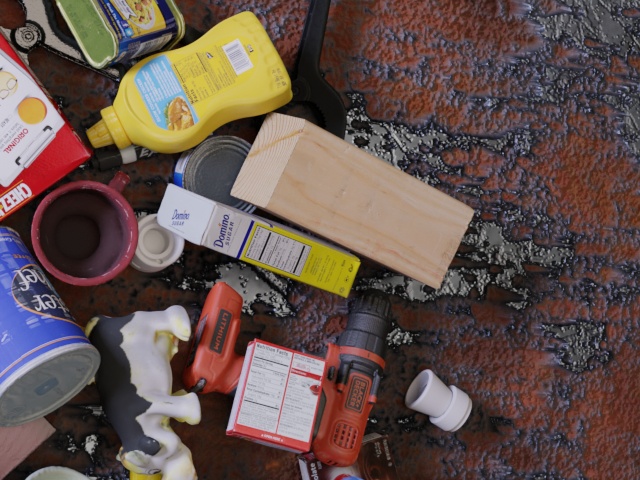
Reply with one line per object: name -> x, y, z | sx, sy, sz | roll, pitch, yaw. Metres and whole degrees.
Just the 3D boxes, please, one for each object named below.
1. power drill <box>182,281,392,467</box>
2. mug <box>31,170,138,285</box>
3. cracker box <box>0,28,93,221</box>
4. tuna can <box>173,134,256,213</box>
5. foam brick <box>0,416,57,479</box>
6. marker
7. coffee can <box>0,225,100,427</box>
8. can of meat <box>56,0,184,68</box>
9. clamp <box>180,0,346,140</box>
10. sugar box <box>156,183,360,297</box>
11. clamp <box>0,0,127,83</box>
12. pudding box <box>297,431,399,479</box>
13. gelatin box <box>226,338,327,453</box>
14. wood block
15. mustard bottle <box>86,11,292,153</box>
power drill -> -0.026, 0.106, 1.032 | 0.187, 0.057, 0.184 | 21, 64, -11
mug -> -0.213, -0.014, 0.974 | 0.093, 0.082, 0.117 | 33, 76, -14
cracker box -> -0.328, -0.114, 0.933 | 0.164, 0.072, 0.213 | -36, 99, -3
tuna can -> -0.098, -0.060, 1.034 | 0.086, 0.034, 0.086 | -4, 99, -25
foam brick -> -0.282, 0.176, 0.950 | 0.078, 0.053, 0.051 | -43, 100, -17
marker -> -0.163, -0.090, 1.031 | 0.121, 0.020, 0.020 | -19, 92, -20
coffee can -> -0.267, 0.072, 0.909 | 0.102, 0.103, 0.140 | -31, 68, -19
can of meat -> -0.189, -0.217, 0.993 | 0.083, 0.058, 0.102 | -29, 90, -42
clamp -> -0.023, -0.157, 1.072 | 0.164, 0.036, 0.210 | -30, 98, -11
sugar box -> -0.057, 0.001, 0.992 | 0.175, 0.093, 0.048 | 18, 93, -36
clamp -> -0.276, -0.176, 0.989 | 0.171, 0.039, 0.120 | 46, 70, -11
pudding box -> 0.034, 0.257, 1.061 | 0.090, 0.039, 0.113 | -15, 90, -19
gelatin box -> -0.039, 0.141, 0.969 | 0.073, 0.030, 0.089 | 18, 69, -14
wood block -> 0.032, -0.038, 1.029 | 0.205, 0.091, 0.090 | 25, 89, -28
mustard bottle -> -0.129, -0.135, 1.002 | 0.191, 0.058, 0.096 | -26, 74, -6
